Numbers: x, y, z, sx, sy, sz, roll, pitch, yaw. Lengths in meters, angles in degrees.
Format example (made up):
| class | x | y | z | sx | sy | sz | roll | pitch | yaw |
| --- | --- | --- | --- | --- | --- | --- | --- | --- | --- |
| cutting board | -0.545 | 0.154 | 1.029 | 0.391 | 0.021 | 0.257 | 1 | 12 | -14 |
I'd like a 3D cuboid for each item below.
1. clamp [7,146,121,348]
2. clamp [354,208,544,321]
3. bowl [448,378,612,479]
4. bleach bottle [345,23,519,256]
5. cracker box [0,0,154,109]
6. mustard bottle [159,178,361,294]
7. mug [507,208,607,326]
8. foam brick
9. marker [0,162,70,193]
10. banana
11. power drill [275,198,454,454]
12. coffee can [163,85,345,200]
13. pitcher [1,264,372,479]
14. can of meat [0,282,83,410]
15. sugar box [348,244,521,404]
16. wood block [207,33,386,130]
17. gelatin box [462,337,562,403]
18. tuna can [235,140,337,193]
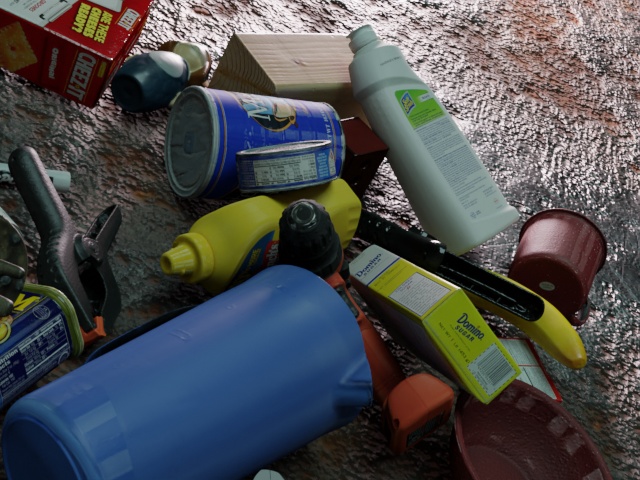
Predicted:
| class | x | y | z | sx | sy | sz | roll | pitch | yaw |
| --- | --- | --- | --- | --- | --- | --- | --- | --- | --- |
| clamp | -0.187 | 0.013 | 0.842 | 0.120 | 0.039 | 0.171 | 23 | 41 | -52 |
| clamp | 0.085 | 0.007 | 0.968 | 0.210 | 0.036 | 0.164 | 27 | 0 | 42 |
| bowl | 0.158 | 0.189 | 0.854 | 0.162 | 0.055 | 0.162 | 24 | 37 | -20 |
| bleach bottle | 0.104 | -0.108 | 1.094 | 0.102 | 0.068 | 0.251 | -27 | 88 | -47 |
| cracker box | -0.290 | -0.234 | 1.055 | 0.213 | 0.072 | 0.164 | 25 | 37 | -8 |
| mustard bottle | -0.056 | 0.001 | 0.907 | 0.191 | 0.096 | 0.058 | -14 | 61 | -44 |
| mug | 0.243 | 0.037 | 1.090 | 0.117 | 0.093 | 0.081 | 61 | 36 | -20 |
| foam brick | 0.021 | -0.077 | 1.072 | 0.052 | 0.078 | 0.051 | -17 | 57 | -43 |
| marker | -0.272 | -0.057 | 0.897 | 0.120 | 0.020 | 0.020 | 8 | 41 | -27 |
| banana | 0.173 | 0.065 | 1.009 | 0.198 | 0.037 | 0.069 | 25 | 45 | 31 |
| power drill | 0.031 | 0.068 | 0.841 | 0.057 | 0.184 | 0.188 | -31 | 68 | -8 |
| coffee can | -0.062 | -0.086 | 1.005 | 0.140 | 0.103 | 0.103 | 3 | 44 | -32 |
| pitcher | -0.096 | 0.111 | 0.736 | 0.242 | 0.149 | 0.145 | -23 | 79 | -44 |
| can of meat | -0.227 | 0.071 | 0.717 | 0.102 | 0.057 | 0.083 | 7 | 29 | 30 |
| sugar box | 0.086 | 0.063 | 0.873 | 0.093 | 0.048 | 0.176 | 53 | -6 | -21 |
| wood block | -0.007 | -0.162 | 1.145 | 0.205 | 0.090 | 0.091 | -9 | 51 | -41 |
| gelatin box | 0.165 | 0.124 | 0.968 | 0.089 | 0.030 | 0.073 | 5 | 44 | -31 |
| tuna can | -0.030 | -0.064 | 0.915 | 0.086 | 0.034 | 0.086 | -7 | 9 | 1 |
